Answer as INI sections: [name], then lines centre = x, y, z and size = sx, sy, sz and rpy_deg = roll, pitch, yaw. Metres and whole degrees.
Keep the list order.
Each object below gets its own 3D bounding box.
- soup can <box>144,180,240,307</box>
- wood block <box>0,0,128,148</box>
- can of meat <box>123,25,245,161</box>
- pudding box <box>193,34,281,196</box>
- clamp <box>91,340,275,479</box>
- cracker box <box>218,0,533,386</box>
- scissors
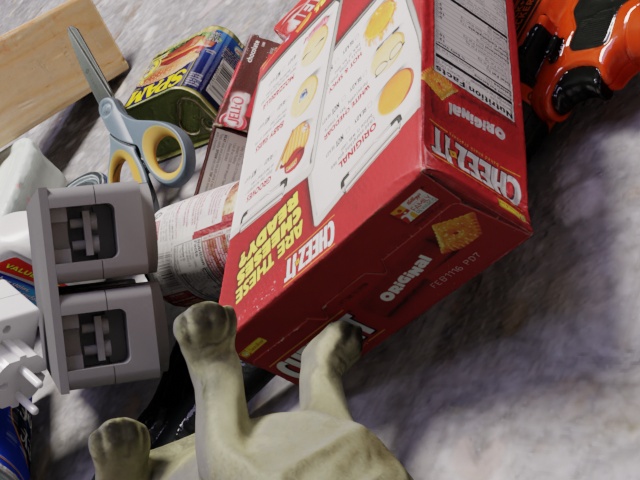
[soup can]
centre = -0.054, 0.001, 0.655
size = 0.102, 0.068, 0.068
rpy_deg = -16, 41, 40
[wood block]
centre = -0.299, -0.153, 1.037
size = 0.091, 0.090, 0.205
rpy_deg = -14, 21, 41
[can of meat]
centre = -0.111, -0.121, 0.879
size = 0.102, 0.057, 0.084
rpy_deg = -16, 39, 39
[pudding box]
centre = -0.053, -0.065, 0.708
size = 0.114, 0.039, 0.090
rpy_deg = 111, 177, -50
[clamp]
centre = -0.085, 0.104, 0.599
size = 0.171, 0.039, 0.120
rpy_deg = -51, 18, -12
[cracker box]
centre = 0.026, -0.054, 0.547
size = 0.164, 0.072, 0.213
rpy_deg = -42, 32, 40
[scissors]
centre = -0.149, -0.104, 0.836
size = 0.096, 0.016, 0.202
rpy_deg = -27, 69, 30
